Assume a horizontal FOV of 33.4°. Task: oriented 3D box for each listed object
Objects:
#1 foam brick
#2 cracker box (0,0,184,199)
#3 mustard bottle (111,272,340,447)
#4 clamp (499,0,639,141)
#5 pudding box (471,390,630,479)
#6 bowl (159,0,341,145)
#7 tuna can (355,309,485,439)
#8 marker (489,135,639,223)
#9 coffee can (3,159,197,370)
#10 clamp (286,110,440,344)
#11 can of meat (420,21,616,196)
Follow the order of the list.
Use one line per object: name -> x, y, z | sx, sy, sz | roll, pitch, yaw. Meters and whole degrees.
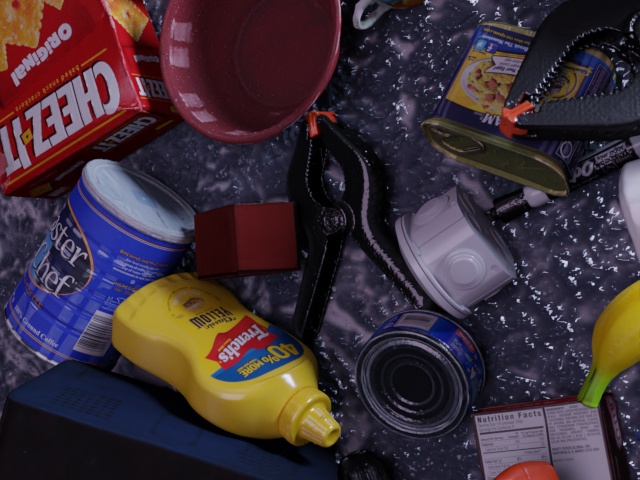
foam brick -> -0.055, 0.001, 0.793 | 0.078, 0.052, 0.051 | -10, 85, 61
cracker box -> -0.224, -0.164, 0.896 | 0.164, 0.072, 0.214 | -27, 77, 27
mustard bottle -> -0.059, 0.092, 0.772 | 0.192, 0.096, 0.058 | 31, 125, 35
clamp -> 0.195, -0.130, 0.643 | 0.210, 0.036, 0.164 | -24, 72, 0
pudding box -> 0.154, 0.160, 0.700 | 0.090, 0.039, 0.113 | -12, 82, 30
bowl -> -0.042, -0.149, 0.800 | 0.162, 0.055, 0.162 | -2, 86, 31
tuna can -> 0.068, 0.093, 0.735 | 0.086, 0.033, 0.086 | 10, 115, 23
marker -> 0.166, -0.042, 0.705 | 0.121, 0.020, 0.020 | -27, 77, 26
coffee can -> -0.173, 0.021, 0.847 | 0.103, 0.102, 0.140 | 42, 109, 23
clamp -> 0.010, -0.007, 0.783 | 0.120, 0.039, 0.171 | -24, 79, 24
can of meat -> 0.130, -0.088, 0.693 | 0.102, 0.057, 0.084 | 23, 80, 27
